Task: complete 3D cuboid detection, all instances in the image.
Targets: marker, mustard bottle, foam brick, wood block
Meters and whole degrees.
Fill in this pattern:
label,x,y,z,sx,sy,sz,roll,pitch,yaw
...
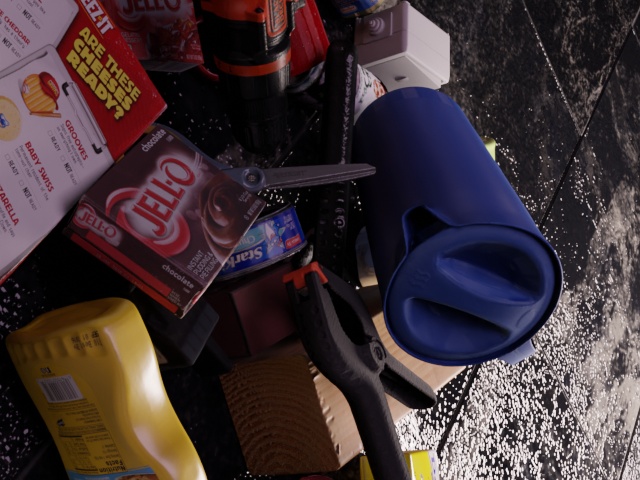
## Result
label,x,y,z,sx,sy,sz,roll,pitch,yaw
marker,-0.015,0.011,0.893,0.020,0.020,0.121,62,40,-21
mustard bottle,-0.119,0.132,0.657,0.058,0.096,0.191,-37,110,-51
foam brick,-0.055,0.053,0.800,0.078,0.053,0.051,-27,102,-53
wood block,0.024,0.104,0.861,0.205,0.090,0.091,-24,99,-53

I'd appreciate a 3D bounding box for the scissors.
label,x,y,z,sx,sy,sz,roll,pitch,yaw
scissors,-0.065,-0.058,0.767,0.201,0.016,0.096,-22,82,-20

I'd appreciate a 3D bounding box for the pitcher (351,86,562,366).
label,x,y,z,sx,sy,sz,roll,pitch,yaw
pitcher,0.100,-0.017,0.865,0.243,0.145,0.149,-103,-160,-54

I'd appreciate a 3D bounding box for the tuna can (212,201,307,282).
label,x,y,z,sx,sy,sz,roll,pitch,yaw
tuna can,-0.055,0.001,0.787,0.086,0.086,0.034,-30,103,-52

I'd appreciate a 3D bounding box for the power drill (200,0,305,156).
label,x,y,z,sx,sy,sz,roll,pitch,yaw
power drill,-0.011,-0.174,0.751,0.187,0.057,0.184,-49,148,-42

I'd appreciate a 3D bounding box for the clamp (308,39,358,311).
label,x,y,z,sx,sy,sz,roll,pitch,yaw
clamp,0.009,-0.031,0.857,0.164,0.036,0.210,92,1,-72

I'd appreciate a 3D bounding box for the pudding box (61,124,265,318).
label,x,y,z,sx,sy,sz,roll,pitch,yaw
pudding box,-0.095,-0.014,0.668,0.090,0.039,0.113,37,31,-4

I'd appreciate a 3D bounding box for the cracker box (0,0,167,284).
label,x,y,z,sx,sy,sz,roll,pitch,yaw
cracker box,-0.205,-0.081,0.623,0.164,0.072,0.213,59,40,-25

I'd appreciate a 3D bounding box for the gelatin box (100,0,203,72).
label,x,y,z,sx,sy,sz,roll,pitch,yaw
gelatin box,-0.129,-0.163,0.779,0.089,0.030,0.073,-9,88,-54

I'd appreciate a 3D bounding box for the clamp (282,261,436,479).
label,x,y,z,sx,sy,sz,roll,pitch,yaw
clamp,0.033,0.086,0.769,0.171,0.039,0.120,64,21,-8

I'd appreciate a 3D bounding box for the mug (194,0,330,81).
label,x,y,z,sx,sy,sz,roll,pitch,yaw
mug,-0.052,-0.166,0.843,0.117,0.093,0.081,-28,108,-19
